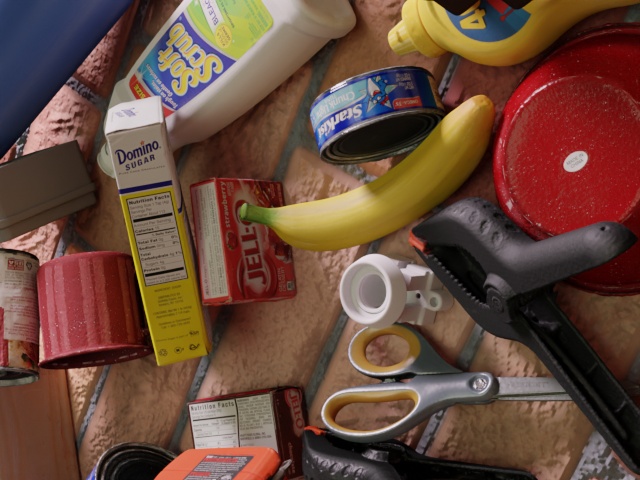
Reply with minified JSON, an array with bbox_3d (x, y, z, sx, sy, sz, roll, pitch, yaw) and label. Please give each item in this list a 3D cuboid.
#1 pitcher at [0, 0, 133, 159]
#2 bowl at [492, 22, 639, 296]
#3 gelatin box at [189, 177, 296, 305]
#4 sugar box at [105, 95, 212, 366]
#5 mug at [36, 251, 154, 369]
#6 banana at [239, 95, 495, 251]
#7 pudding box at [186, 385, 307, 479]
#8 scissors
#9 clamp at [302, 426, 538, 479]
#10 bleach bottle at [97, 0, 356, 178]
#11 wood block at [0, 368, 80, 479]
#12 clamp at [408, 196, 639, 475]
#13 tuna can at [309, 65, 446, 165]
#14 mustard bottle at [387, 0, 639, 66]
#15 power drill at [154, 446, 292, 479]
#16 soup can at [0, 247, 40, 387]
[{"bbox_3d":[-0.245,-0.184,0.872,0.243,0.149,0.145,-47,73,22],"label":"pitcher"},{"bbox_3d":[0.158,-0.047,0.611,0.162,0.055,0.162,2,93,39],"label":"bowl"},{"bbox_3d":[-0.055,0.001,0.770,0.030,0.073,0.089,-12,83,37],"label":"gelatin box"},{"bbox_3d":[-0.117,-0.008,0.773,0.093,0.048,0.176,-115,13,-70],"label":"sugar box"},{"bbox_3d":[-0.174,0.055,0.866,0.117,0.093,0.081,-11,78,7],"label":"mug"},{"bbox_3d":[0.041,-0.033,0.698,0.198,0.069,0.037,-25,57,31],"label":"banana"},{"bbox_3d":[-0.050,0.168,0.793,0.090,0.039,0.113,-13,81,39],"label":"pudding box"},{"bbox_3d":[0.094,0.080,0.683,0.202,0.016,0.096,-16,48,17],"label":"scissors"},{"bbox_3d":[0.038,0.150,0.675,0.172,0.120,0.039,3,87,42],"label":"clamp"},{"bbox_3d":[-0.089,-0.121,0.803,0.251,0.067,0.102,-40,68,35],"label":"bleach bottle"},{"bbox_3d":[-0.273,0.216,0.940,0.091,0.090,0.206,-14,82,37],"label":"wood block"},{"bbox_3d":[0.117,0.022,0.611,0.210,0.036,0.164,42,155,47],"label":"clamp"},{"bbox_3d":[0.037,-0.079,0.687,0.086,0.085,0.034,-24,75,36],"label":"tuna can"},{"bbox_3d":[0.119,-0.159,0.637,0.192,0.058,0.096,-24,74,37],"label":"mustard bottle"},{"bbox_3d":[-0.041,0.230,0.733,0.185,0.057,0.187,-14,113,44],"label":"power drill"},{"bbox_3d":[-0.265,0.064,0.875,0.069,0.068,0.102,-18,67,37],"label":"soup can"}]
